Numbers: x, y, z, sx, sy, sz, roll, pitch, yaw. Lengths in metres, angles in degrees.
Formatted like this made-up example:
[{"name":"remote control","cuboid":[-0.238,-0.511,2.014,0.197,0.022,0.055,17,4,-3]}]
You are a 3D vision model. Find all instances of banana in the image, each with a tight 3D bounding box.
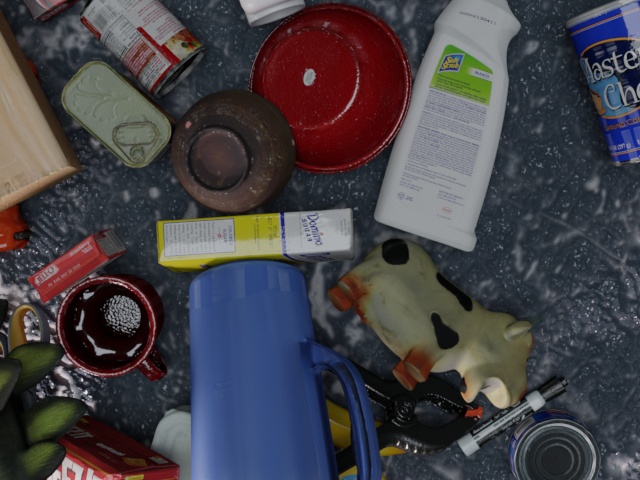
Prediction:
[{"name":"banana","cuboid":[0.001,0.153,1.031,0.198,0.037,0.069,43,95,-2]}]

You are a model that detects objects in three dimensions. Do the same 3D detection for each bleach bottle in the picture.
[{"name":"bleach bottle","cuboid":[0.133,-0.123,0.993,0.102,0.068,0.251,19,93,0]}]

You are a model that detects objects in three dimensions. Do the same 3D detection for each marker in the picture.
[{"name":"marker","cuboid":[0.187,0.169,1.036,0.121,0.020,0.020,-34,93,4]}]

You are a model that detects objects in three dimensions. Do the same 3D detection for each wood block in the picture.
[{"name":"wood block","cuboid":[-0.300,-0.136,0.938,0.090,0.091,0.206,-27,92,-3]}]

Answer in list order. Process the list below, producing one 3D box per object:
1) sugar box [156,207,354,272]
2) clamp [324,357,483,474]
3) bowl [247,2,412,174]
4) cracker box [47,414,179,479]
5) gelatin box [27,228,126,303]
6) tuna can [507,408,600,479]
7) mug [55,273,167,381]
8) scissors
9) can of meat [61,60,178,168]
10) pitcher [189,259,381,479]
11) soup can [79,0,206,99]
[{"name":"sugar box","cuboid":[-0.056,0.002,0.990,0.176,0.093,0.048,-2,83,2]},{"name":"clamp","cuboid":[0.069,0.172,1.006,0.171,0.039,0.120,11,70,-9]},{"name":"bowl","cuboid":[-0.001,-0.143,0.976,0.162,0.055,0.162,-1,88,18]},{"name":"cracker box","cuboid":[-0.215,0.288,0.986,0.071,0.164,0.214,2,98,-43]},{"name":"gelatin box","cuboid":[-0.227,0.022,1.000,0.073,0.089,0.030,-34,93,4]},{"name":"tuna can","cuboid":[0.226,0.209,1.031,0.086,0.034,0.086,0,95,1]},{"name":"mug","cuboid":[-0.185,0.084,1.008,0.093,0.081,0.117,-43,92,4]},{"name":"scissors","cuboid":[-0.291,0.158,1.006,0.096,0.016,0.202,-12,67,22]},{"name":"can of meat","cuboid":[-0.181,-0.115,0.990,0.102,0.084,0.057,42,94,-2]},{"name":"pitcher","cuboid":[-0.045,0.143,0.937,0.149,0.145,0.243,1,69,-18]},{"name":"soup can","cuboid":[-0.165,-0.191,0.992,0.068,0.068,0.102,-44,92,4]}]
